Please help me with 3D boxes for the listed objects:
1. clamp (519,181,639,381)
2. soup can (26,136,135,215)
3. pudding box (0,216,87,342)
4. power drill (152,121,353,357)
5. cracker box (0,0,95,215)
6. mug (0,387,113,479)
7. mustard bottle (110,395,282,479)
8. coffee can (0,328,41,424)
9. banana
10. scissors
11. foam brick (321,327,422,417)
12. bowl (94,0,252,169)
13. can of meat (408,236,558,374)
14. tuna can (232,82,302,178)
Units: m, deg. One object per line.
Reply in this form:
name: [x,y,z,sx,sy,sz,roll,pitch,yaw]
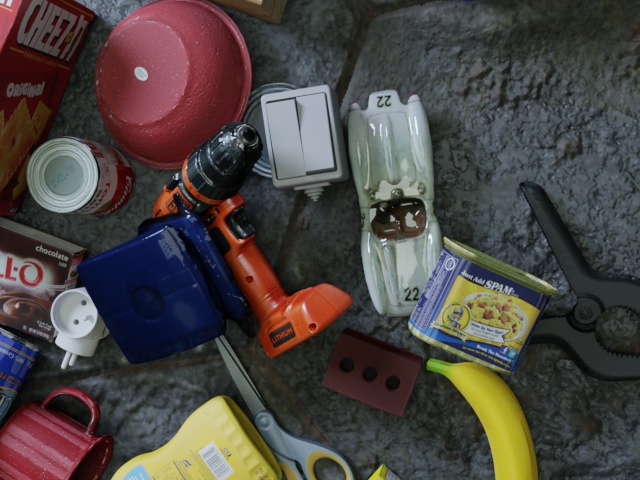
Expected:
clamp: [0.222,0.069,0.936,0.210,0.036,0.164,34,97,10]
soup can: [-0.214,-0.057,0.963,0.068,0.102,0.068,0,91,8]
pudding box: [-0.284,0.033,1.000,0.113,0.039,0.090,18,105,7]
power drill: [-0.056,0.001,0.920,0.057,0.185,0.187,-36,89,-32]
cracker box: [-0.287,-0.127,0.941,0.072,0.164,0.214,23,94,5]
mug: [-0.245,0.189,0.979,0.081,0.093,0.117,28,98,11]
mustard bottle: [-0.135,0.231,0.959,0.191,0.058,0.096,-37,83,4]
coffee can: [-0.331,0.140,0.963,0.103,0.103,0.140,24,76,7]
banana: [0.158,0.190,0.951,0.070,0.037,0.198,-21,85,34]
scissors: [-0.030,0.169,0.985,0.096,0.016,0.202,-14,89,7]
foam brick: [0.047,0.117,0.955,0.078,0.051,0.053,20,93,7]
bowl: [-0.145,-0.146,0.957,0.162,0.055,0.162,-1,88,22]
can of meat: [0.134,0.056,0.898,0.102,0.057,0.084,23,97,-11]
tuna can: [-0.035,-0.099,0.971,0.086,0.033,0.086,0,91,8]
